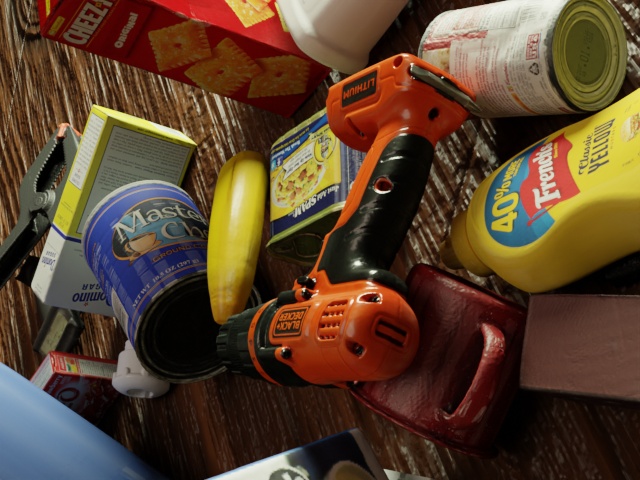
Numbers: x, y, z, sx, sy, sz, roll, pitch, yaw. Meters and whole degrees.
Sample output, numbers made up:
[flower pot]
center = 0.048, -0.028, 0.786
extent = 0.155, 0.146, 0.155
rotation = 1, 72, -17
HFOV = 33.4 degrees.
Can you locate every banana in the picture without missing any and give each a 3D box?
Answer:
[banana]
center = -0.056, -0.017, 0.769
extent = 0.197, 0.037, 0.069
rotation = -87, -7, -62

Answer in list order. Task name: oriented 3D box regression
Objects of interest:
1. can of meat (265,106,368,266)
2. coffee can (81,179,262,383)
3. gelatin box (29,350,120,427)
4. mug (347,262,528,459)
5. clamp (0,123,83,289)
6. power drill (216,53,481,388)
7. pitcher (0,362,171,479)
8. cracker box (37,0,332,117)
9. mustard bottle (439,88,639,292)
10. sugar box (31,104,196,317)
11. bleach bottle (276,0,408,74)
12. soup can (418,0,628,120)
[can of meat]
center = 0.007, -0.038, 0.741
extent = 0.102, 0.057, 0.084
rotation = -27, 56, 45
[coffee can]
center = -0.119, 0.030, 0.840
extent = 0.103, 0.102, 0.140
rotation = -61, 39, 18
[gelatin box]
center = -0.228, 0.142, 0.965
extent = 0.089, 0.073, 0.030
rotation = -52, 42, 27
[mug]
center = 0.074, 0.065, 0.584
extent = 0.117, 0.093, 0.081
rotation = -123, 57, -82
[clamp]
center = -0.267, -0.028, 1.081
extent = 0.165, 0.036, 0.210
rotation = -5, 59, 33
[power drill]
center = 0.012, -0.004, 0.618
extent = 0.185, 0.057, 0.187
rotation = -11, 58, 59
[pitcher]
center = -0.236, 0.193, 0.866
extent = 0.243, 0.149, 0.145
rotation = 24, 95, 25
[cracker box]
center = -0.105, -0.199, 0.809
extent = 0.072, 0.213, 0.164
rotation = -43, 47, 35
[mustard bottle]
center = 0.136, -0.022, 0.562
extent = 0.192, 0.058, 0.096
rotation = -28, 34, 45
[sugar box]
center = -0.185, -0.022, 0.950
extent = 0.048, 0.093, 0.176
rotation = 36, 106, 52
[bleach bottle]
center = 0.068, -0.237, 0.727
extent = 0.251, 0.068, 0.102
rotation = -46, 46, 29
[soup can]
center = 0.115, -0.105, 0.615
extent = 0.102, 0.068, 0.068
rotation = 4, 82, 52
